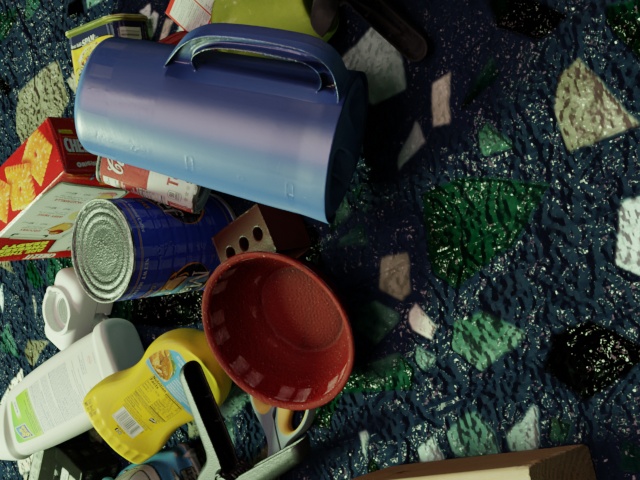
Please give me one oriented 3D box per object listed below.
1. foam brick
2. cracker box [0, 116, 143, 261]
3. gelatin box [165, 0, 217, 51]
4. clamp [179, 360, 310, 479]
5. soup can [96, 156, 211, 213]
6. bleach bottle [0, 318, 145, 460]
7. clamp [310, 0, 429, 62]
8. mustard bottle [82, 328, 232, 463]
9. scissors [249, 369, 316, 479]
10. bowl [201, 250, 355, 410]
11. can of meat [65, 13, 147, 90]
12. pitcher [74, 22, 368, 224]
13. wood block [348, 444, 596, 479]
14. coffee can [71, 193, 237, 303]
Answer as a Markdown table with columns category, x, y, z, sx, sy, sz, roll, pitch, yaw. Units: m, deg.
| category | x | y | z | sx | sy | sz | roll | pitch | yaw |
| --- | --- | --- | --- | --- | --- | --- | --- | --- | --- |
| foam brick | -0.057 | 0.001 | 1.039 | 0.078 | 0.051 | 0.053 | -35 | 71 | 39 |
| cracker box | -0.269 | -0.053 | 1.156 | 0.214 | 0.163 | 0.072 | -33 | 70 | 40 |
| gelatin box | -0.110 | -0.239 | 1.081 | 0.089 | 0.030 | 0.073 | 45 | 121 | 29 |
| clamp | -0.076 | 0.236 | 1.057 | 0.165 | 0.036 | 0.210 | 23 | 123 | 36 |
| soup can | -0.156 | -0.072 | 1.030 | 0.102 | 0.068 | 0.068 | 19 | 111 | 4 |
| bleach bottle | -0.313 | 0.184 | 1.241 | 0.251 | 0.068 | 0.102 | -27 | 76 | 24 |
| clamp | 0.027 | -0.218 | 0.924 | 0.039 | 0.120 | 0.171 | -45 | 43 | 31 |
| mustard bottle | -0.150 | 0.147 | 1.112 | 0.192 | 0.058 | 0.096 | -37 | 97 | 18 |
| scissors | -0.055 | 0.207 | 1.081 | 0.096 | 0.016 | 0.202 | 39 | 119 | 36 |
| bowl | -0.030 | 0.075 | 0.998 | 0.162 | 0.055 | 0.162 | 12 | 117 | 25 |
| can of meat | -0.231 | -0.198 | 1.181 | 0.102 | 0.057 | 0.084 | -8 | 91 | 43 |
| pitcher | -0.085 | -0.112 | 0.927 | 0.243 | 0.145 | 0.149 | 13 | 96 | 11 |
| wood block | 0.117 | 0.227 | 0.870 | 0.207 | 0.090 | 0.090 | -18 | 81 | 43 |
| coffee can | -0.164 | 0.005 | 1.079 | 0.103 | 0.140 | 0.103 | 5 | 97 | 43 |
